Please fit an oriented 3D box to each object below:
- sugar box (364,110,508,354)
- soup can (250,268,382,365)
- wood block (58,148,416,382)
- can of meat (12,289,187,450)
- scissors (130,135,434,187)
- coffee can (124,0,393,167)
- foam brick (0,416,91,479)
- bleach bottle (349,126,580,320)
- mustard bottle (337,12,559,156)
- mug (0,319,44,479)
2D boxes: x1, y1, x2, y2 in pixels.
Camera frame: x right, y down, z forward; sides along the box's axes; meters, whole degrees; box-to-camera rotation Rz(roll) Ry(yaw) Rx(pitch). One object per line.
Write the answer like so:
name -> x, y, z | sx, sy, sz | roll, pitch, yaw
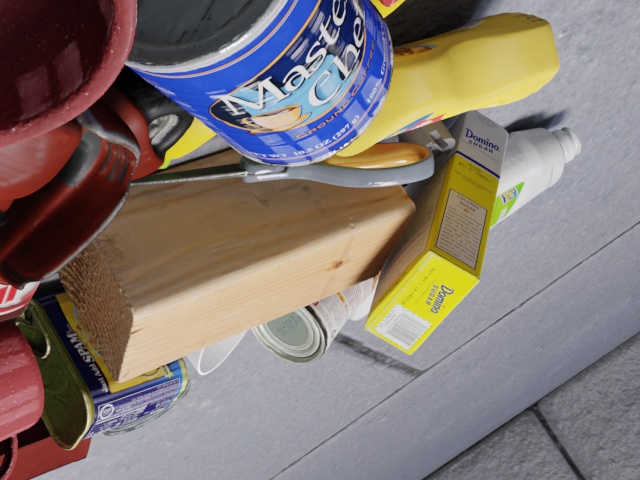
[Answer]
sugar box -> 0.087, -0.011, 0.768 | 0.093, 0.048, 0.176 | -53, -172, 42
soup can -> -0.002, 0.037, 0.795 | 0.102, 0.068, 0.069 | -48, 175, -44
wood block -> -0.054, 0.002, 0.695 | 0.205, 0.090, 0.091 | -21, 155, -29
can of meat -> -0.149, 0.076, 0.710 | 0.083, 0.102, 0.058 | -15, 154, -44
scissors -> -0.031, -0.053, 0.665 | 0.202, 0.096, 0.016 | 0, 116, 1
coffee can -> -0.033, -0.100, 0.475 | 0.103, 0.103, 0.140 | -36, 159, 8
foam brick -> -0.203, 0.130, 0.731 | 0.078, 0.053, 0.051 | -19, 147, -33
bleach bottle -> 0.118, -0.028, 0.923 | 0.250, 0.068, 0.103 | -28, 158, -18
mustard bottle -> 0.049, -0.092, 0.647 | 0.191, 0.058, 0.096 | -21, -169, -33
mug -> -0.220, 0.102, 0.653 | 0.081, 0.117, 0.093 | -22, -168, -39
